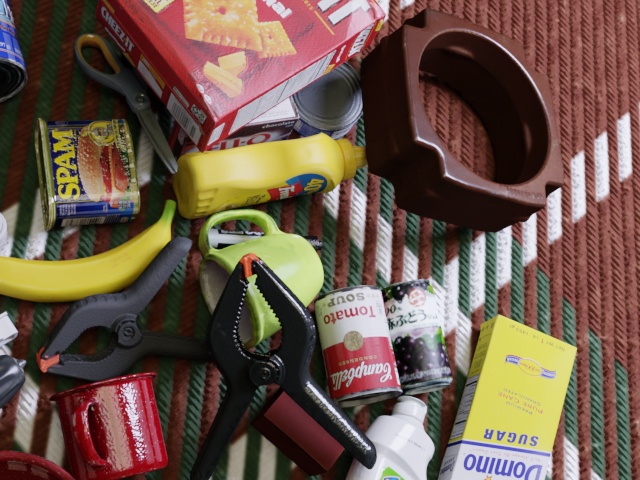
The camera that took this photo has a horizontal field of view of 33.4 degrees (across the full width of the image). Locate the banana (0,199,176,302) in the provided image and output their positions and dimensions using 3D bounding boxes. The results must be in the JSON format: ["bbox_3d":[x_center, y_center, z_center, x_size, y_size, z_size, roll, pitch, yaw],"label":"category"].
[{"bbox_3d":[-0.219,0.021,0.973,0.197,0.037,0.069,-18,96,-17],"label":"banana"}]

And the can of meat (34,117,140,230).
[{"bbox_3d":[-0.219,-0.064,0.998,0.083,0.058,0.102,-4,73,-21],"label":"can of meat"}]

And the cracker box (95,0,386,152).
[{"bbox_3d":[-0.071,-0.207,0.982,0.213,0.072,0.164,-36,84,-24],"label":"cracker box"}]

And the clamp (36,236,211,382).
[{"bbox_3d":[-0.173,0.068,0.960,0.171,0.039,0.120,-13,96,-21],"label":"clamp"}]

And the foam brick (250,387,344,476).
[{"bbox_3d":[-0.014,0.170,0.978,0.078,0.051,0.053,42,65,0],"label":"foam brick"}]

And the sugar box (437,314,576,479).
[{"bbox_3d":[0.182,0.171,1.038,0.093,0.048,0.176,22,66,-8],"label":"sugar box"}]

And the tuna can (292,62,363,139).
[{"bbox_3d":[0.002,-0.146,1.102,0.086,0.034,0.086,5,70,-14],"label":"tuna can"}]

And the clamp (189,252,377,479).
[{"bbox_3d":[-0.036,0.115,0.922,0.164,0.036,0.210,-2,96,1],"label":"clamp"}]

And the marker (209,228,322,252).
[{"bbox_3d":[-0.057,0.001,1.042,0.121,0.020,0.020,4,70,-15],"label":"marker"}]

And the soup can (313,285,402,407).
[{"bbox_3d":[0.034,0.100,1.008,0.068,0.069,0.102,-5,72,-18],"label":"soup can"}]

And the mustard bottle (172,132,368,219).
[{"bbox_3d":[-0.041,-0.067,1.028,0.191,0.096,0.058,-12,79,-20],"label":"mustard bottle"}]

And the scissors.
[{"bbox_3d":[-0.162,-0.142,1.028,0.096,0.016,0.202,-27,60,-34],"label":"scissors"}]

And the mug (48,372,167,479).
[{"bbox_3d":[-0.180,0.162,0.902,0.093,0.117,0.081,-15,80,5],"label":"mug"}]

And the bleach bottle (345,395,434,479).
[{"bbox_3d":[0.057,0.263,0.959,0.102,0.068,0.250,34,59,-25],"label":"bleach bottle"}]

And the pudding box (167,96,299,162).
[{"bbox_3d":[-0.087,-0.105,1.032,0.113,0.090,0.039,-14,75,-20],"label":"pudding box"}]
